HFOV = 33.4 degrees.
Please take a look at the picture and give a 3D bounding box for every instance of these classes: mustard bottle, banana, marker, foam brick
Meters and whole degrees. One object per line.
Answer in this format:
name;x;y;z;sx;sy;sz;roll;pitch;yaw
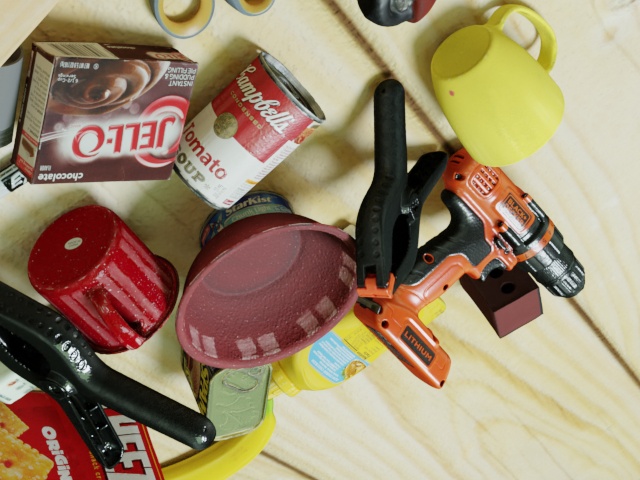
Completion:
mustard bottle;0.021;0.090;1.014;0.192;0.058;0.096;-37;139;8
banana;-0.118;0.223;1.091;0.198;0.037;0.069;-34;123;3
marker;-0.208;-0.051;0.756;0.121;0.020;0.020;-32;141;2
foam brick;0.175;0.045;1.047;0.053;0.078;0.051;-29;140;-4

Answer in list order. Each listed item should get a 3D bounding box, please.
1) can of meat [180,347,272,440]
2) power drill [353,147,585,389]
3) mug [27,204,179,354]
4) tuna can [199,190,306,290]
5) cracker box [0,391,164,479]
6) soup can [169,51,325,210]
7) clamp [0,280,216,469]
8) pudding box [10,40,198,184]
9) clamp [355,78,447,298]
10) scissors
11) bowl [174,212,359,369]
can of meat;-0.087;0.113;0.952;0.057;0.084;0.102;-11;137;-21
power drill;0.134;0.038;0.952;0.184;0.057;0.187;44;80;-21
mug;-0.163;0.034;0.802;0.093;0.117;0.081;-33;136;3
tuna can;-0.056;0.001;0.893;0.086;0.034;0.086;-17;139;-16
cracker box;-0.240;0.207;0.896;0.213;0.164;0.072;5;132;-34
soup can;-0.056;-0.079;0.781;0.102;0.068;0.068;-41;139;14
clamp;-0.195;0.107;0.825;0.210;0.036;0.165;41;143;-12
pudding box;-0.144;-0.086;0.718;0.113;0.039;0.090;-4;121;-40
clamp;0.057;-0.039;0.847;0.039;0.171;0.120;-7;140;33
scissors;-0.097;-0.200;0.670;0.096;0.016;0.201;-37;140;8
bowl;-0.047;0.030;0.856;0.162;0.055;0.162;-17;139;-16
